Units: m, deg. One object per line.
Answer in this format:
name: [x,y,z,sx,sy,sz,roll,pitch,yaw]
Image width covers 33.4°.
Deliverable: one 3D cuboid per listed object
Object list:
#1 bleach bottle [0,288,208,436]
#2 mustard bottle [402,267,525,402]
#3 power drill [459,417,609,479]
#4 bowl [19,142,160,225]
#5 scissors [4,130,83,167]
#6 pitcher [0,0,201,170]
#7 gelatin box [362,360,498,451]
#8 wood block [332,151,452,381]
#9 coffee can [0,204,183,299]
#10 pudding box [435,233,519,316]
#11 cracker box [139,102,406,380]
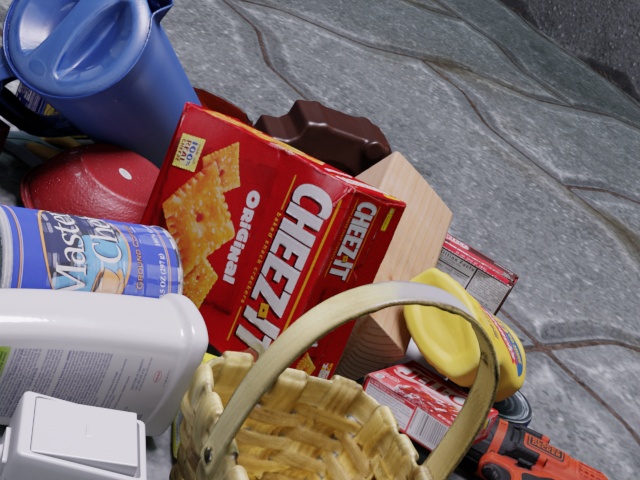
bleach bottle: [-0.203,0.069,0.683,0.250,0.103,0.068,12,24,-35]
mustard bottle: [0.136,0.092,0.932,0.191,0.058,0.096,35,23,-59]
power drill: [0.141,0.202,0.846,0.184,0.057,0.187,24,23,7]
bowl: [-0.187,-0.040,0.972,0.162,0.055,0.162,27,26,-15]
scissors: [-0.313,-0.108,1.048,0.201,0.016,0.096,26,21,-5]
pitcher: [-0.199,-0.145,1.008,0.149,0.145,0.242,18,-13,14]
gelatin box: [0.085,0.132,0.851,0.089,0.030,0.073,30,20,30]
wood block: [0.042,0.023,0.965,0.090,0.091,0.206,47,37,-17]
coffee can: [-0.187,0.031,0.783,0.140,0.103,0.103,9,29,-38]
pudding box: [0.130,0.060,1.061,0.090,0.114,0.039,32,27,10]
cracker box: [-0.056,0.001,0.850,0.072,0.164,0.214,14,12,-46]
